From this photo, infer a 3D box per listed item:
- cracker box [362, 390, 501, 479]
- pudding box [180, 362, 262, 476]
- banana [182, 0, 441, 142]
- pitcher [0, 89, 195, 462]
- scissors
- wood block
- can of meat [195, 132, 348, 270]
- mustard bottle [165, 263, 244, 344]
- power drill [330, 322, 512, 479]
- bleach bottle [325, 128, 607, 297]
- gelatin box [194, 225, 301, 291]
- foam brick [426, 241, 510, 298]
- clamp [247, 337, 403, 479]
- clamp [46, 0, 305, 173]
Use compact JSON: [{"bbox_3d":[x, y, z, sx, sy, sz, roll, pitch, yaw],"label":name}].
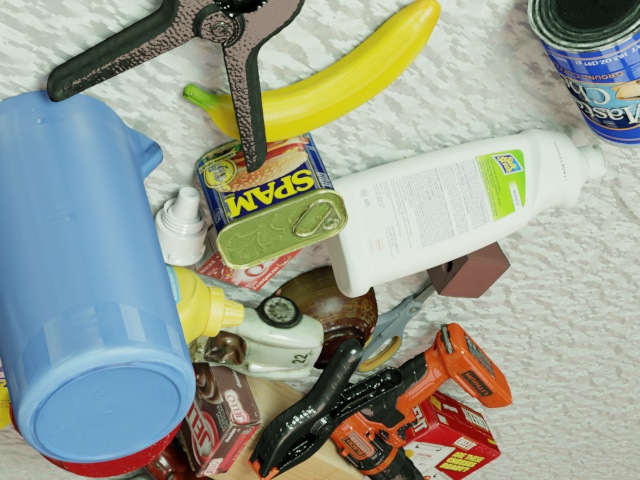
[{"bbox_3d":[0.084,0.267,1.286,0.214,0.072,0.164,-37,142,18],"label":"cracker box"},{"bbox_3d":[-0.104,0.152,1.010,0.039,0.113,0.090,3,137,-33],"label":"pudding box"},{"bbox_3d":[0.002,-0.117,0.790,0.198,0.037,0.069,-22,144,0],"label":"banana"},{"bbox_3d":[-0.173,0.024,0.705,0.144,0.243,0.149,26,118,-42],"label":"pitcher"},{"bbox_3d":[0.073,0.070,1.078,0.096,0.016,0.202,4,136,-31],"label":"scissors"},{"bbox_3d":[-0.052,0.212,1.132,0.091,0.090,0.205,-34,142,14],"label":"wood block"},{"bbox_3d":[-0.040,-0.037,0.829,0.102,0.084,0.057,-21,143,-1],"label":"can of meat"},{"bbox_3d":[-0.153,0.048,0.844,0.191,0.096,0.058,8,116,-21],"label":"mustard bottle"},{"bbox_3d":[0.106,0.185,1.133,0.188,0.057,0.184,-35,118,15],"label":"power drill"},{"bbox_3d":[0.128,-0.032,0.911,0.250,0.102,0.068,-14,-179,-11],"label":"bleach bottle"},{"bbox_3d":[-0.056,0.001,0.914,0.073,0.030,0.089,20,127,-43],"label":"gelatin box"},{"bbox_3d":[0.126,0.007,0.975,0.051,0.078,0.053,6,135,-35],"label":"foam brick"},{"bbox_3d":[0.006,0.167,1.027,0.171,0.039,0.120,-46,140,13],"label":"clamp"},{"bbox_3d":[-0.063,-0.141,0.713,0.164,0.036,0.210,25,120,-30],"label":"clamp"}]
